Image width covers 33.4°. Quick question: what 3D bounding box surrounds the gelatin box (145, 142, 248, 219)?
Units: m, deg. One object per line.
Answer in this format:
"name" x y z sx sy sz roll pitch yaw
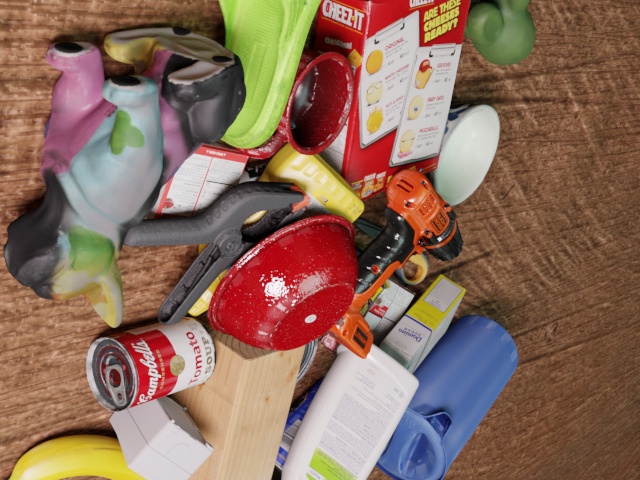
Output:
"gelatin box" -0.112 -0.045 0.936 0.073 0.030 0.089 8 110 -42

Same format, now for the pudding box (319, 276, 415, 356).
"pudding box" 0.057 0.092 1.275 0.113 0.039 0.090 -58 149 0

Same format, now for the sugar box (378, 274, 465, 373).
"sugar box" 0.114 0.121 1.317 0.175 0.048 0.093 -38 155 -51

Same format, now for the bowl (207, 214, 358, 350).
"bowl" -0.021 0.051 0.980 0.162 0.055 0.162 -28 152 -17

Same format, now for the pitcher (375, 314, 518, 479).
"pitcher" 0.156 0.205 1.413 0.242 0.149 0.145 -39 135 -43

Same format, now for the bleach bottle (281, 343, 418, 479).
"bleach bottle" 0.006 0.231 1.153 0.250 0.102 0.068 -56 -174 -24

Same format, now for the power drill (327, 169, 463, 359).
"power drill" 0.074 0.031 1.127 0.187 0.057 0.184 -54 149 -6

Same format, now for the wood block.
"wood block" -0.096 0.180 1.087 0.090 0.091 0.206 -14 125 -49

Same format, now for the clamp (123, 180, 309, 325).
"clamp" -0.088 0.006 0.937 0.171 0.039 0.120 -21 138 -15

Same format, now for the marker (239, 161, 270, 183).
"marker" -0.060 -0.063 1.015 0.120 0.020 0.020 -17 128 -47

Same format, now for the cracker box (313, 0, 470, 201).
"cracker box" 0.062 -0.156 1.063 0.163 0.072 0.214 -24 132 -43

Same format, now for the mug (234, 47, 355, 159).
"mug" -0.036 -0.122 0.941 0.117 0.082 0.093 -56 147 -14

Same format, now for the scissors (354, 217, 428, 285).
"scissors" 0.099 -0.011 1.273 0.096 0.016 0.201 -55 147 -12

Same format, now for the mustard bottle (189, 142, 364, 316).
"mustard bottle" -0.057 0.001 1.004 0.192 0.058 0.096 -44 122 8

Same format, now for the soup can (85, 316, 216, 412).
"soup can" -0.154 0.112 0.978 0.102 0.069 0.068 -12 124 -50

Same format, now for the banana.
"banana" -0.217 0.211 1.003 0.070 0.037 0.197 -42 150 22
